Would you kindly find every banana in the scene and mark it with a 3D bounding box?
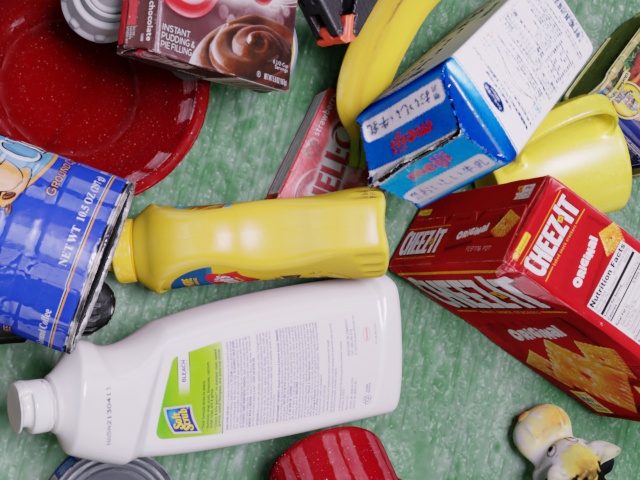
[{"bbox_3d":[0.054,-0.146,0.731,0.037,0.069,0.197,23,66,15],"label":"banana"}]

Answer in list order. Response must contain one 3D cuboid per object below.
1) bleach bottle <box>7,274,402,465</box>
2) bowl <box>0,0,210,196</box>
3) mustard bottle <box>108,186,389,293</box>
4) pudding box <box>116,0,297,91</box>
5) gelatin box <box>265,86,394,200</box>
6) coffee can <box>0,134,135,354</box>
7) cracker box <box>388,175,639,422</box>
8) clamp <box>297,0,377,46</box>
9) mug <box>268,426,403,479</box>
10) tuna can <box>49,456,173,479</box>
[{"bbox_3d":[-0.067,0.078,0.666,0.250,0.068,0.102,-4,94,-32],"label":"bleach bottle"},{"bbox_3d":[-0.154,-0.100,0.671,0.162,0.055,0.162,1,88,-20],"label":"bowl"},{"bbox_3d":[-0.054,0.001,0.677,0.191,0.096,0.058,-4,87,0],"label":"mustard bottle"},{"bbox_3d":[-0.062,-0.139,0.616,0.113,0.039,0.090,8,88,-53],"label":"pudding box"},{"bbox_3d":[0.014,-0.050,0.745,0.073,0.030,0.089,28,79,-17],"label":"gelatin box"},{"bbox_3d":[-0.185,-0.009,0.583,0.140,0.103,0.103,20,81,-7],"label":"coffee can"},{"bbox_3d":[0.174,0.049,0.730,0.213,0.164,0.072,34,75,-16],"label":"cracker box"},{"bbox_3d":[0.019,-0.214,0.689,0.120,0.039,0.171,-11,102,-28],"label":"clamp"},{"bbox_3d":[0.025,0.176,0.696,0.117,0.093,0.081,7,41,-33],"label":"mug"},{"bbox_3d":[-0.134,0.173,0.681,0.086,0.034,0.086,1,88,-20],"label":"tuna can"}]
